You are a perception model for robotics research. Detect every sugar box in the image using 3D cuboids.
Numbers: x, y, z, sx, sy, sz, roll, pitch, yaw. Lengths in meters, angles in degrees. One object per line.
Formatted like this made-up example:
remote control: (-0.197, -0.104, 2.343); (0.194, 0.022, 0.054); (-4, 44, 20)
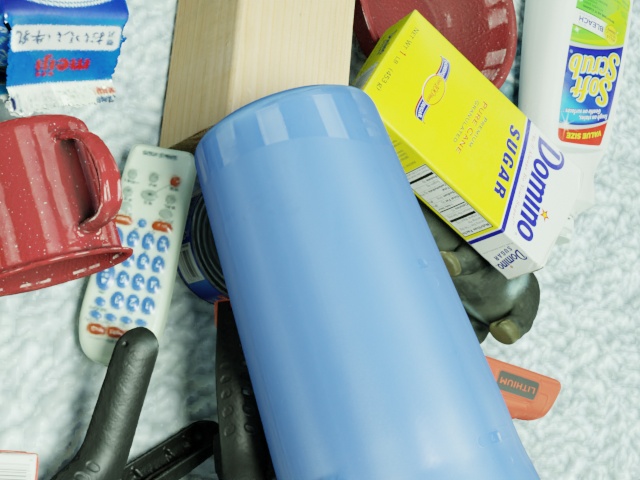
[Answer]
sugar box: (0.099, -0.064, 0.735); (0.176, 0.048, 0.093); (39, 60, -14)

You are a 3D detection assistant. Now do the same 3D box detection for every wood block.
wood block: (-0.038, -0.151, 0.709); (0.090, 0.090, 0.206); (16, 71, -34)

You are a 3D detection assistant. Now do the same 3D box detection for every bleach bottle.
bleach bottle: (0.214, -0.118, 0.910); (0.102, 0.068, 0.251); (18, 72, -33)

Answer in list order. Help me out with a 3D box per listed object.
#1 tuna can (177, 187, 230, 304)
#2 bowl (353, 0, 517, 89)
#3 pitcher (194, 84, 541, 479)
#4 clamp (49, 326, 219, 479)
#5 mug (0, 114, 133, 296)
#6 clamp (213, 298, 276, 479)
tuna can: (-0.055, 0.001, 0.699); (0.086, 0.034, 0.086); (9, 75, -35)
bowl: (0.076, -0.174, 0.821); (0.161, 0.055, 0.162); (9, 75, -35)
pitcher: (0.022, 0.044, 0.586); (0.145, 0.149, 0.243); (-17, 76, -9)
clamp: (-0.117, 0.145, 0.608); (0.171, 0.039, 0.120); (-59, 139, -17)
mug: (-0.151, -0.023, 0.583); (0.093, 0.117, 0.081); (-10, 81, -48)
clamp: (-0.042, 0.135, 0.626); (0.036, 0.164, 0.210); (-5, 56, -2)
